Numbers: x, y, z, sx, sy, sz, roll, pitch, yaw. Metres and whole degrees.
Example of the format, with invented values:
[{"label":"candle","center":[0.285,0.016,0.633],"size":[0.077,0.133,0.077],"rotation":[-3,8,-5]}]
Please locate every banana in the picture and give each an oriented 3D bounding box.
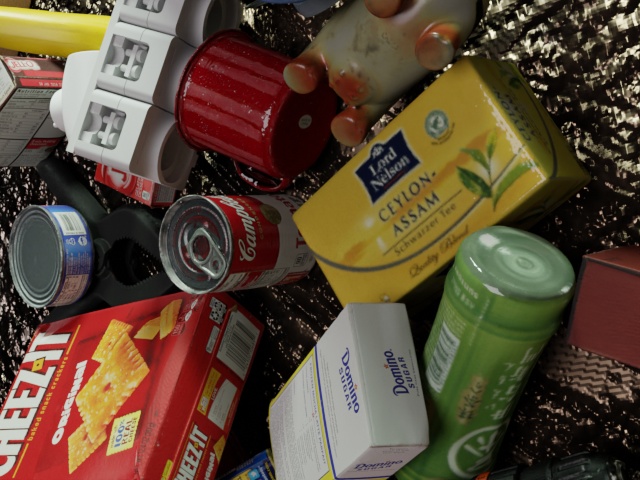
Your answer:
[{"label":"banana","center":[-0.220,-0.176,0.893],"size":[0.198,0.069,0.037],"rotation":[9,83,24]}]

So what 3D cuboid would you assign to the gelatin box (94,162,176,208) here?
[{"label":"gelatin box","center":[-0.145,-0.079,0.872],"size":[0.073,0.030,0.089],"rotation":[25,107,35]}]

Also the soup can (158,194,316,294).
[{"label":"soup can","center":[-0.055,0.001,0.762],"size":[0.069,0.102,0.068],"rotation":[3,94,38]}]

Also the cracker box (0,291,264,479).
[{"label":"cracker box","center":[-0.161,0.130,0.821],"size":[0.214,0.072,0.164],"rotation":[-13,46,37]}]

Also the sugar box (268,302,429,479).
[{"label":"sugar box","center":[0.014,0.118,0.694],"size":[0.176,0.048,0.093],"rotation":[128,140,-55]}]

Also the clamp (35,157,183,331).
[{"label":"clamp","center":[-0.179,0.005,0.899],"size":[0.210,0.036,0.164],"rotation":[-4,91,42]}]

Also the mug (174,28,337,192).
[{"label":"mug","center":[-0.043,-0.084,0.763],"size":[0.082,0.093,0.117],"rotation":[25,134,29]}]

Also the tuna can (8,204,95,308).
[{"label":"tuna can","center":[-0.225,0.013,0.895],"size":[0.086,0.033,0.086],"rotation":[3,95,45]}]

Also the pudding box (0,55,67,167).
[{"label":"pudding box","center":[-0.258,-0.109,0.921],"size":[0.114,0.089,0.039],"rotation":[-45,67,31]}]
